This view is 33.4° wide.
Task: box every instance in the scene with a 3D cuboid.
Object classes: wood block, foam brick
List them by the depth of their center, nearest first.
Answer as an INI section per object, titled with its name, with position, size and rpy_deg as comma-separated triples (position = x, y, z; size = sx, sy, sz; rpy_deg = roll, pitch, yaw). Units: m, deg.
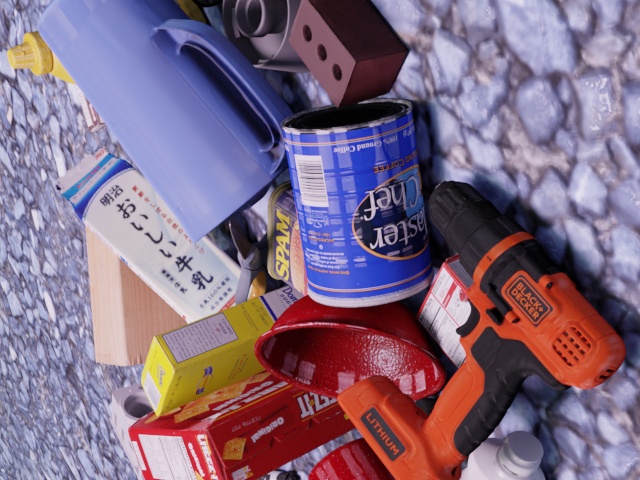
[foam brick]
position = 0.021, -0.152, 0.831
size = 0.078, 0.051, 0.053
rpy_deg = 55, 147, 23
[wood block]
position = -0.207, 0.034, 1.217
size = 0.090, 0.090, 0.206
rpy_deg = -5, 90, 57

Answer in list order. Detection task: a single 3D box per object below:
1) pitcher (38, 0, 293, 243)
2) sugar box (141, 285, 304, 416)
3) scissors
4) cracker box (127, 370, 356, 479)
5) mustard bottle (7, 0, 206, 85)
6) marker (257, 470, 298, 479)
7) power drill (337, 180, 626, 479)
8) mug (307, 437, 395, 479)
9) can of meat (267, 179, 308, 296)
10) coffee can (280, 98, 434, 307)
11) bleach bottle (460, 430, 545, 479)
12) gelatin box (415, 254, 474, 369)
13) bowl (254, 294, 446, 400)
[pitcher]
position = -0.127, -0.131, 0.936
size = 0.243, 0.149, 0.145
rpy_deg = 51, -172, -6
[sugar box]
position = -0.079, 0.099, 1.009
size = 0.048, 0.175, 0.093
rpy_deg = 58, 148, 23
[scissors]
position = -0.056, 0.001, 0.975
size = 0.016, 0.096, 0.202
rpy_deg = 24, 152, 11
[cracker box]
position = -0.080, 0.183, 1.071
size = 0.214, 0.163, 0.072
rpy_deg = -17, 95, 59
[mustard bottle]
position = -0.209, -0.195, 1.032
size = 0.096, 0.191, 0.058
rpy_deg = 58, 147, 20
[marker]
position = -0.059, 0.273, 1.230
size = 0.121, 0.020, 0.020
rpy_deg = -15, 94, 59
[power drill]
position = 0.096, 0.074, 0.760
size = 0.188, 0.057, 0.185
rpy_deg = -52, 56, 21
[mug]
position = 0.030, 0.243, 0.986
size = 0.081, 0.117, 0.093
rpy_deg = 57, -179, 30
[can of meat]
position = 0.000, 0.006, 0.950
size = 0.084, 0.057, 0.102
rpy_deg = 35, 134, 42
[coffee can]
position = 0.030, -0.031, 0.835
size = 0.103, 0.102, 0.140
rpy_deg = 16, 120, 54
[bleach bottle]
position = 0.120, 0.236, 0.886
size = 0.103, 0.067, 0.251
rpy_deg = 50, 142, 30
[gelatin box]
position = 0.119, 0.064, 0.820
size = 0.089, 0.030, 0.073
rpy_deg = 52, 146, 27
[bowl]
position = 0.028, 0.083, 0.897
size = 0.162, 0.162, 0.055
rpy_deg = 134, 151, -56
